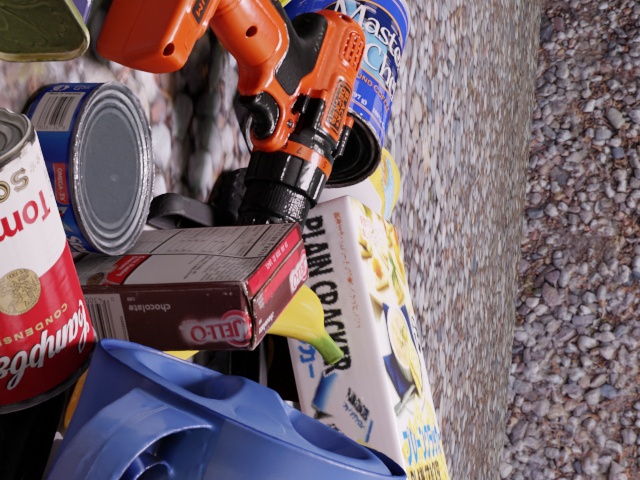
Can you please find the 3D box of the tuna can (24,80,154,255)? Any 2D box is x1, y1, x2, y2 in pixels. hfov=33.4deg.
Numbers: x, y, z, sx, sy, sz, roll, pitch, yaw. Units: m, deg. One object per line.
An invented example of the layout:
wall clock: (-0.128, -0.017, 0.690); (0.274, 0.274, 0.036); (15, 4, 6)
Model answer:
tuna can: (-0.115, -0.036, 0.529); (0.086, 0.034, 0.086); (2, 90, -74)

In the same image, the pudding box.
pudding box: (-0.072, 0.023, 0.543); (0.090, 0.114, 0.039); (-49, 135, -65)

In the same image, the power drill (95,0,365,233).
power drill: (-0.048, -0.090, 0.631); (0.187, 0.057, 0.184); (42, 59, -52)

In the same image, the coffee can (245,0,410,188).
coffee can: (0.008, -0.125, 0.815); (0.103, 0.103, 0.140); (71, 27, -51)

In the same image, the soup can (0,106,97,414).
soup can: (-0.132, 0.007, 0.416); (0.068, 0.068, 0.102); (-64, 152, -54)

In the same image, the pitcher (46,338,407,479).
pitcher: (-0.076, 0.167, 0.409); (0.243, 0.149, 0.145); (-66, -157, -4)

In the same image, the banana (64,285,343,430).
banana: (-0.062, 0.055, 0.607); (0.197, 0.037, 0.069); (-11, 76, -42)

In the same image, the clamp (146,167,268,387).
clamp: (-0.055, 0.001, 0.724); (0.209, 0.036, 0.164); (-72, 147, -55)

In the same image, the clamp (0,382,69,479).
clamp: (-0.136, 0.105, 0.428); (0.120, 0.039, 0.171); (119, -15, -53)
